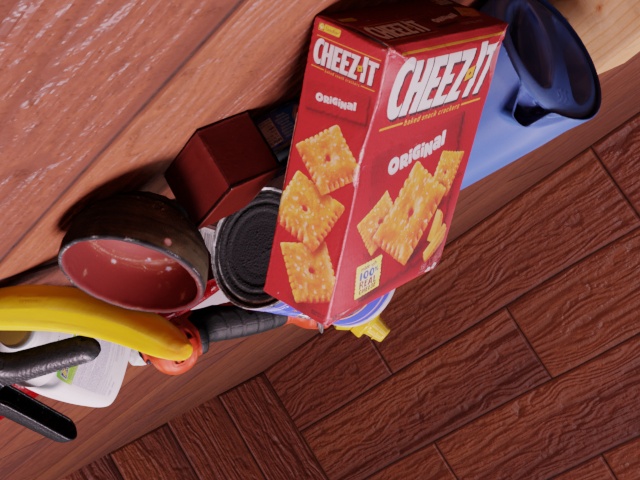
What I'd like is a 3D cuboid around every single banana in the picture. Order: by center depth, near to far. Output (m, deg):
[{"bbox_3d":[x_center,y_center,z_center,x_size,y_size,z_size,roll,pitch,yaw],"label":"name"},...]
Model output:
[{"bbox_3d":[-0.199,0.066,0.854,0.197,0.069,0.037,5,127,-3],"label":"banana"}]

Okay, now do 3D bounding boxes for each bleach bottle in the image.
[{"bbox_3d":[-0.245,0.097,1.008,0.068,0.102,0.251,10,166,7],"label":"bleach bottle"}]

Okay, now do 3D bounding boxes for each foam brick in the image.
[{"bbox_3d":[-0.076,-0.053,0.819,0.052,0.051,0.078,-27,171,-36],"label":"foam brick"}]

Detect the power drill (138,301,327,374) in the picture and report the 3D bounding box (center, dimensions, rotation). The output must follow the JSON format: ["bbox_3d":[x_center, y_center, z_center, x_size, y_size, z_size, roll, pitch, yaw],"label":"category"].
[{"bbox_3d":[-0.098,0.071,1.053,0.187,0.057,0.185,-16,-163,-18],"label":"power drill"}]

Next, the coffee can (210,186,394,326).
[{"bbox_3d":[-0.011,0.017,0.922,0.103,0.103,0.140,-35,153,25],"label":"coffee can"}]

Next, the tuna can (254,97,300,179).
[{"bbox_3d":[-0.034,-0.080,0.872,0.086,0.034,0.086,-31,172,-5],"label":"tuna can"}]

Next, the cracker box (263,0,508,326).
[{"bbox_3d":[0.049,-0.062,0.789,0.163,0.072,0.214,-23,134,-49],"label":"cracker box"}]

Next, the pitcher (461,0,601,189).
[{"bbox_3d":[0.123,-0.116,0.972,0.148,0.145,0.243,-6,160,-45],"label":"pitcher"}]

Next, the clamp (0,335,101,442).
[{"bbox_3d":[-0.266,0.110,0.877,0.171,0.039,0.120,15,119,-26],"label":"clamp"}]
